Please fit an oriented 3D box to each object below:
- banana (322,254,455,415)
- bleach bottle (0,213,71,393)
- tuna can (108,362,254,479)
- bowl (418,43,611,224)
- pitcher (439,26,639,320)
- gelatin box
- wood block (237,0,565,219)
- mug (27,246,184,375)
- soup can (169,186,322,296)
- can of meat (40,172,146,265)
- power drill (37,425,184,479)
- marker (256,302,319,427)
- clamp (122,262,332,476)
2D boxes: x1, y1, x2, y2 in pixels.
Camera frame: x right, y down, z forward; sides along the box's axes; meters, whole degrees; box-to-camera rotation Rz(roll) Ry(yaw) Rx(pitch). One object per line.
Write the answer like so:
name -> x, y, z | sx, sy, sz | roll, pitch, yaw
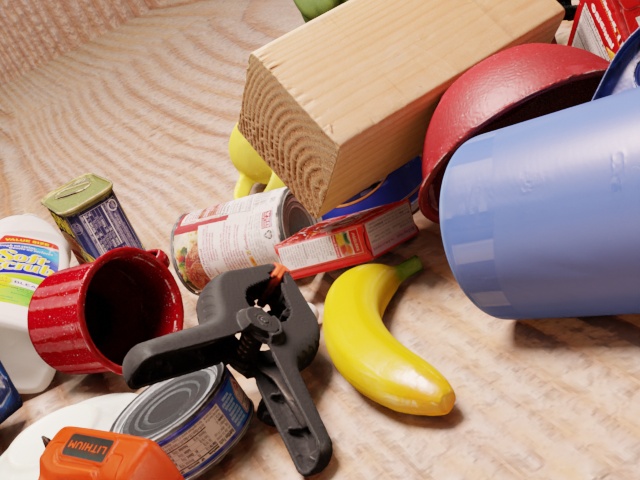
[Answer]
banana -> 0.035, 0.053, 0.643 | 0.070, 0.037, 0.198 | -23, 21, 8
bleach bottle -> -0.266, 0.036, 0.913 | 0.102, 0.068, 0.251 | 14, 21, -17
tuna can -> -0.084, 0.109, 0.636 | 0.086, 0.033, 0.086 | -29, 18, 10
bowl -> 0.126, -0.076, 0.686 | 0.162, 0.055, 0.162 | -20, -25, -10
pitcher -> 0.186, -0.034, 0.543 | 0.243, 0.145, 0.149 | -11, 29, 40
gelatin box -> 0.020, -0.002, 0.767 | 0.073, 0.030, 0.089 | -14, 7, 30
wood block -> 0.055, -0.115, 0.728 | 0.205, 0.091, 0.090 | -33, -18, -25
mug -> -0.156, 0.048, 0.793 | 0.082, 0.093, 0.117 | -12, 35, 43
soup can -> -0.055, 0.001, 0.823 | 0.102, 0.068, 0.068 | -13, 24, 28
can of meat -> -0.210, -0.010, 0.998 | 0.057, 0.084, 0.102 | -33, 22, -18
power drill -> -0.152, 0.176, 0.536 | 0.185, 0.057, 0.187 | -2, 31, 46
marker -> -0.020, 0.077, 0.673 | 0.020, 0.020, 0.121 | -18, 22, 19
clamp -> -0.049, 0.058, 0.620 | 0.039, 0.120, 0.171 | -54, 17, 21
